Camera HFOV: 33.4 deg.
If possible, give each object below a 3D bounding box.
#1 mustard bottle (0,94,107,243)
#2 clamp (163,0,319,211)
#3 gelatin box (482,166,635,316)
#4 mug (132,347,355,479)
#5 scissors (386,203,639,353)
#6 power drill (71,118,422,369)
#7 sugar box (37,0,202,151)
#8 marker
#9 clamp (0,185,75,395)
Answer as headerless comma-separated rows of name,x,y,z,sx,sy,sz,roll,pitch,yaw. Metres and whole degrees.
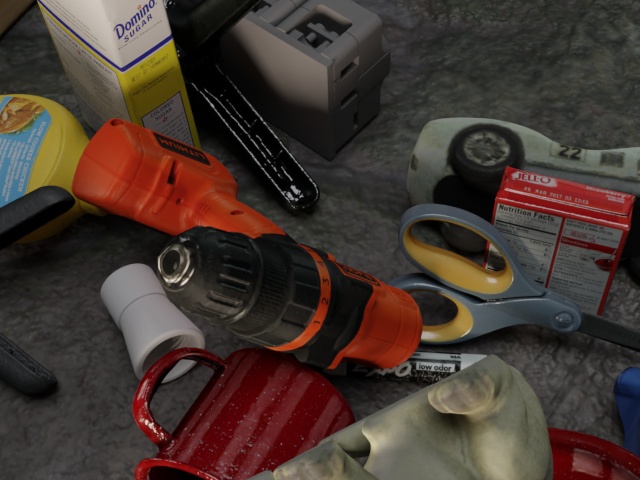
mustard bottle,-0.204,-0.048,0.676,0.192,0.058,0.096,10,66,9
clamp,-0.078,-0.109,0.693,0.036,0.164,0.210,-34,37,-30
gelatin box,0.132,0.004,0.608,0.073,0.089,0.030,14,48,12
mug,-0.042,0.102,0.541,0.117,0.093,0.081,42,55,-11
scissors,0.120,0.051,0.611,0.201,0.096,0.016,33,31,-10
power drill,-0.054,0.001,0.569,0.188,0.184,0.057,37,98,38
sugar box,-0.127,-0.120,0.652,0.048,0.176,0.093,-38,62,-22
marker,0.034,0.070,0.609,0.121,0.020,0.020,4,55,5
clamp,-0.222,0.016,0.628,0.171,0.039,0.120,12,77,8
